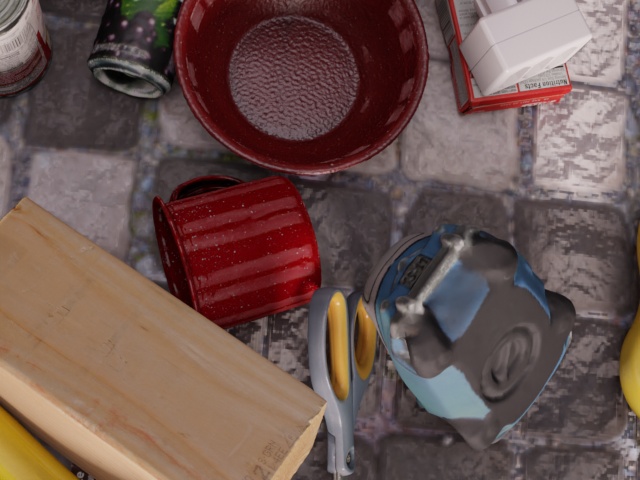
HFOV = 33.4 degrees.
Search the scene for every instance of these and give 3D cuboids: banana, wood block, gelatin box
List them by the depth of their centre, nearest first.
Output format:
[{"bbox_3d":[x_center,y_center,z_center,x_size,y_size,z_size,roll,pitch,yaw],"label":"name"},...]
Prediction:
[{"bbox_3d":[-0.146,0.137,0.584,0.198,0.070,0.037,34,48,17],"label":"banana"},{"bbox_3d":[-0.109,0.080,0.597,0.206,0.091,0.090,33,62,11],"label":"wood block"},{"bbox_3d":[0.124,-0.134,0.728,0.073,0.030,0.089,-9,81,-11],"label":"gelatin box"}]

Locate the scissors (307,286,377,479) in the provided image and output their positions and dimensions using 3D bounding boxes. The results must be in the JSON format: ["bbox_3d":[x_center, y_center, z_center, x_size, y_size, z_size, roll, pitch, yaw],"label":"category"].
[{"bbox_3d":[0.019,0.119,0.663,0.016,0.096,0.202,2,109,24],"label":"scissors"}]

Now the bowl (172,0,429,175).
[{"bbox_3d":[-0.014,-0.114,0.692,0.162,0.055,0.162,1,79,-7],"label":"bowl"}]

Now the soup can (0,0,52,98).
[{"bbox_3d":[-0.202,-0.134,0.647,0.068,0.102,0.068,1,79,-8],"label":"soup can"}]

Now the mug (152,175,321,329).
[{"bbox_3d":[-0.054,0.001,0.655,0.081,0.093,0.117,-16,45,-15],"label":"mug"}]
